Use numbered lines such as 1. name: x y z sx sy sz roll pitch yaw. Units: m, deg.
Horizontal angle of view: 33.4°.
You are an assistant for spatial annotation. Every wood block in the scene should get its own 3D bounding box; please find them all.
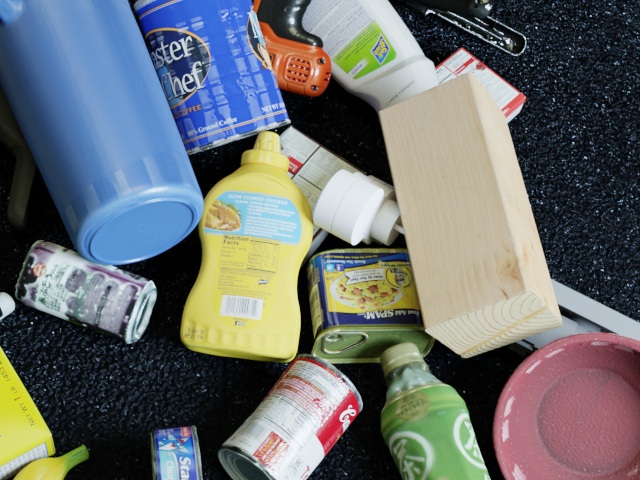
1. wood block: 0.122 -0.021 0.885 0.091 0.090 0.206 -22 60 21

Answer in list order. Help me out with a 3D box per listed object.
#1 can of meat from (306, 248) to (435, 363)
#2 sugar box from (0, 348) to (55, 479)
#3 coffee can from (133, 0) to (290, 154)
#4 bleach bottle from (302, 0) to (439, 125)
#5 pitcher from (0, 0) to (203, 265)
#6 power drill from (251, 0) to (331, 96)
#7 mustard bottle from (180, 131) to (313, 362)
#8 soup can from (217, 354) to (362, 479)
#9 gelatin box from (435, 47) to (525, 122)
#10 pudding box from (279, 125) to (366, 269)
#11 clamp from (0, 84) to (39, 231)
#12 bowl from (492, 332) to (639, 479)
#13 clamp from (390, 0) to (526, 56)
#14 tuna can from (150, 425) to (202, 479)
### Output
1. can of meat: 0.040 0.055 0.908 0.102 0.057 0.084 0 56 -11
2. sugar box: -0.298 0.158 0.791 0.176 0.048 0.093 -27 66 -25
3. coffee can: -0.096 -0.157 0.953 0.102 0.103 0.140 -20 96 -21
4. bleach bottle: 0.033 -0.193 1.047 0.251 0.103 0.068 56 27 16
5. pitcher: -0.182 -0.103 0.895 0.149 0.145 0.243 -15 64 -24
6. power drill: -0.062 -0.244 1.014 0.184 0.188 0.057 17 14 11
7. mustard bottle: -0.056 0.001 0.890 0.096 0.058 0.191 7 76 2
8. soup can: -0.023 0.148 0.832 0.068 0.068 0.102 36 60 12
9. gelatin box: 0.147 -0.142 1.064 0.089 0.030 0.073 41 62 16
10. pudding box: -0.025 -0.040 0.966 0.090 0.039 0.113 34 62 9
11. clamp: -0.236 -0.089 0.961 0.120 0.039 0.171 -8 63 -28
12. bowl: 0.219 0.151 0.855 0.162 0.055 0.162 0 92 8
13. clamp: 0.104 -0.249 1.073 0.210 0.164 0.036 27 95 15
14. tuna can: -0.106 0.181 0.787 0.033 0.086 0.086 -4 59 -11
